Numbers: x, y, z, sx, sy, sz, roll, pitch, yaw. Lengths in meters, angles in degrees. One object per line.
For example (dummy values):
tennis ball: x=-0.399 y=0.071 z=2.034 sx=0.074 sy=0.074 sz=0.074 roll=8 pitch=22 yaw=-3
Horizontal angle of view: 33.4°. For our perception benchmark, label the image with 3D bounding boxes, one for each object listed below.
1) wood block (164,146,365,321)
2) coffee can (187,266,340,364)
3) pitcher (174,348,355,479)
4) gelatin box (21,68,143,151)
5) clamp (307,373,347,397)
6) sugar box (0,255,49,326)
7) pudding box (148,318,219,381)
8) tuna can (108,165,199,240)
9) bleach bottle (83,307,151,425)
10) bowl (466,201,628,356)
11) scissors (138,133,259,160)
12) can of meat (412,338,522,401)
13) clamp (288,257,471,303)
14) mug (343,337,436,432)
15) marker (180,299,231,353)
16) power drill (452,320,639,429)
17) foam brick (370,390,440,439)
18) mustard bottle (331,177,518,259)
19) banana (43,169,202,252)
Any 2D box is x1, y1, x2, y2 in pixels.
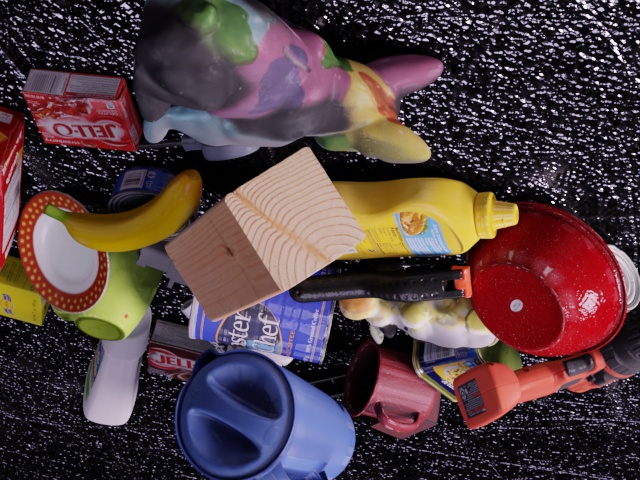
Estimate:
wood block: x=-0.057 y=0.002 z=0.937 sx=0.091 sy=0.090 sz=0.206 roll=58 pitch=156 yaw=-2
coffee can: x=-0.058 y=0.065 z=1.105 sx=0.140 sy=0.102 sz=0.103 roll=12 pitch=149 yaw=0
pitcher: x=-0.042 y=0.213 z=1.162 sx=0.145 sy=0.149 sz=0.242 roll=4 pitch=165 yaw=22
gelatin box: x=-0.207 y=-0.112 z=0.934 sx=0.089 sy=0.030 sz=0.073 roll=7 pitch=149 yaw=9
clamp: x=-0.026 y=0.196 z=1.362 sx=0.164 sy=0.036 sz=0.210 roll=1 pitch=160 yaw=-16
sugar box: x=-0.405 y=0.043 z=1.245 sx=0.176 sy=0.048 sz=0.093 roll=14 pitch=149 yaw=-5
pudding box: x=-0.158 y=0.144 z=1.333 sx=0.113 sy=0.039 sz=0.090 roll=12 pitch=148 yaw=-2
tuna can: x=-0.161 y=-0.036 z=1.041 sx=0.086 sy=0.033 sz=0.086 roll=9 pitch=149 yaw=5
bleach bottle: x=-0.243 y=0.132 z=1.304 sx=0.068 sy=0.102 sz=0.251 roll=10 pitch=144 yaw=-12
bowl: x=0.190 y=0.048 z=0.963 sx=0.162 sy=0.055 sz=0.162 roll=23 pitch=131 yaw=29
scissors: x=-0.111 y=-0.081 z=0.914 sx=0.202 sy=0.096 sz=0.016 roll=-6 pitch=107 yaw=25
can of meat: x=0.165 y=0.134 z=1.189 sx=0.084 sy=0.057 sz=0.102 roll=-17 pitch=140 yaw=35
clamp: x=0.068 y=0.034 z=1.014 sx=0.172 sy=0.120 sz=0.039 roll=1 pitch=109 yaw=27
mug: x=0.085 y=0.175 z=1.235 sx=0.081 sy=0.117 sz=0.093 roll=17 pitch=120 yaw=-19
marker: x=-0.121 y=0.118 z=1.261 sx=0.020 sy=0.020 sz=0.121 roll=-17 pitch=120 yaw=39
power drill: x=0.243 y=0.134 z=1.084 sx=0.187 sy=0.057 sz=0.185 roll=-11 pitch=162 yaw=-19
foam brick: x=0.106 y=0.210 z=1.338 sx=0.051 sy=0.053 sz=0.078 roll=25 pitch=148 yaw=-21
mustard bottle: x=0.081 y=-0.020 z=0.961 sx=0.192 sy=0.058 sz=0.096 roll=-2 pitch=148 yaw=22
banana: x=-0.173 y=-0.021 z=0.997 sx=0.198 sy=0.037 sz=0.069 roll=-12 pitch=144 yaw=33
